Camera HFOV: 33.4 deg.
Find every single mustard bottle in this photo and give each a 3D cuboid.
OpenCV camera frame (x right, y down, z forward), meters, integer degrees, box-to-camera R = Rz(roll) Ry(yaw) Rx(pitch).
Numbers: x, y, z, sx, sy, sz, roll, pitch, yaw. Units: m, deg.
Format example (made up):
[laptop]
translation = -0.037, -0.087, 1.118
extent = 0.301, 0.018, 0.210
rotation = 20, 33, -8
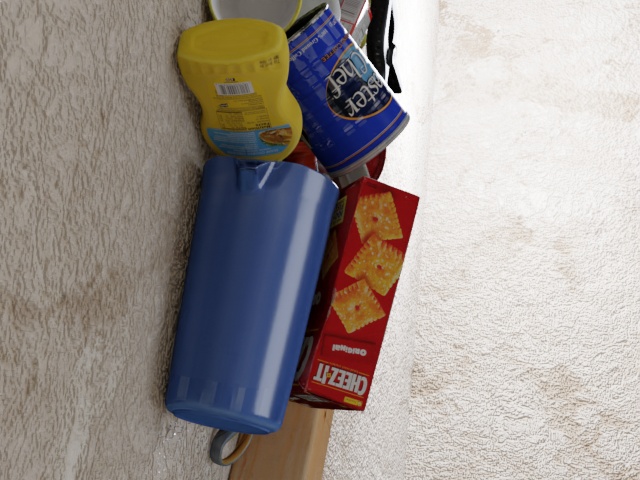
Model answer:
[mustard bottle]
translation = -0.067, -0.120, 0.996
extent = 0.191, 0.096, 0.058
rotation = 78, 12, -54

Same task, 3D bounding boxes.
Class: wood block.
[wood block]
translation = -0.045, 0.249, 1.251
extent = 0.091, 0.090, 0.206
rotation = 78, 19, -50

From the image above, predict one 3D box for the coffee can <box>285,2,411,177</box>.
[coffee can]
translation = 0.008, -0.147, 1.055
extent = 0.140, 0.103, 0.102
rotation = 51, 27, -15

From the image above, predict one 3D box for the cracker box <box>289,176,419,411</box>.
[cracker box]
translation = 0.015, 0.057, 1.064
extent = 0.164, 0.072, 0.213
rotation = 157, -49, -71

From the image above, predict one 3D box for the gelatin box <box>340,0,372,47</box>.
[gelatin box]
translation = 0.032, -0.257, 1.333
extent = 0.073, 0.030, 0.089
rotation = 38, 76, -79

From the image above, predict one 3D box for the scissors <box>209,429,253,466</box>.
[scissors]
translation = -0.067, 0.162, 1.172
extent = 0.201, 0.016, 0.096
rotation = -51, 138, -45

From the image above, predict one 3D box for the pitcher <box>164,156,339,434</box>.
[pitcher]
translation = -0.065, 0.054, 0.999
extent = 0.149, 0.145, 0.243
rotation = 21, 70, -31

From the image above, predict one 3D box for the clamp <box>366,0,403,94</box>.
[clamp]
translation = 0.086, -0.252, 1.444
extent = 0.164, 0.036, 0.210
rotation = -60, 154, -56
